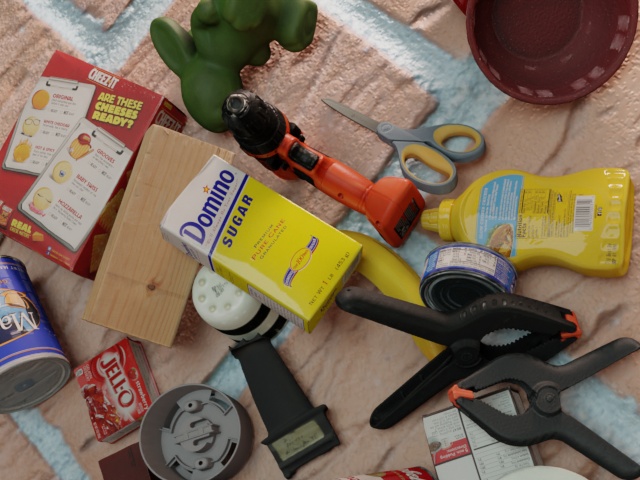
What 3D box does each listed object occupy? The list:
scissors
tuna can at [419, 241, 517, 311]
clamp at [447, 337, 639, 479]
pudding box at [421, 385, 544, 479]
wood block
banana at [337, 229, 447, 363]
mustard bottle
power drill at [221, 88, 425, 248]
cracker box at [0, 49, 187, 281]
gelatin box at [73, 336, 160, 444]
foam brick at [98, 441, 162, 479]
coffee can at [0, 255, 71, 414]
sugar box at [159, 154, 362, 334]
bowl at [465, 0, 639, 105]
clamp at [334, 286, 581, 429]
[{"bbox_3d":[0.087,-0.114,1.072,0.096,0.016,0.202,-28,47,-11],"label":"scissors"},{"bbox_3d":[0.133,0.041,0.963,0.086,0.086,0.033,-1,50,24],"label":"tuna can"},{"bbox_3d":[0.197,0.147,0.906,0.171,0.039,0.120,-5,67,0],"label":"clamp"},{"bbox_3d":[0.147,0.195,0.940,0.090,0.039,0.113,-21,69,15],"label":"pudding box"},{"bbox_3d":[-0.167,-0.003,1.093,0.090,0.090,0.206,20,83,-14],"label":"wood block"},{"bbox_3d":[0.057,0.041,1.032,0.198,0.037,0.070,33,106,30],"label":"banana"},{"bbox_3d":[0.185,-0.018,0.977,0.192,0.058,0.096,1,74,25],"label":"mustard bottle"},{"bbox_3d":[0.003,-0.071,1.017,0.188,0.184,0.057,32,89,19],"label":"power drill"},{"bbox_3d":[-0.271,-0.084,1.196,0.164,0.072,0.213,25,85,23],"label":"cracker box"},{"bbox_3d":[-0.212,0.157,1.119,0.073,0.030,0.089,-31,64,12],"label":"gelatin box"},{"bbox_3d":[-0.178,0.247,1.064,0.053,0.051,0.078,-27,65,14],"label":"foam brick"},{"bbox_3d":[-0.344,0.102,1.156,0.103,0.102,0.140,-37,62,10],"label":"coffee can"},{"bbox_3d":[-0.057,0.001,1.012,0.176,0.048,0.093,32,71,12],"label":"sugar box"},{"bbox_3d":[0.211,-0.211,1.001,0.162,0.055,0.162,-1,106,-4],"label":"bowl"},{"bbox_3d":[0.124,0.100,0.952,0.210,0.164,0.036,-5,37,3],"label":"clamp"}]
